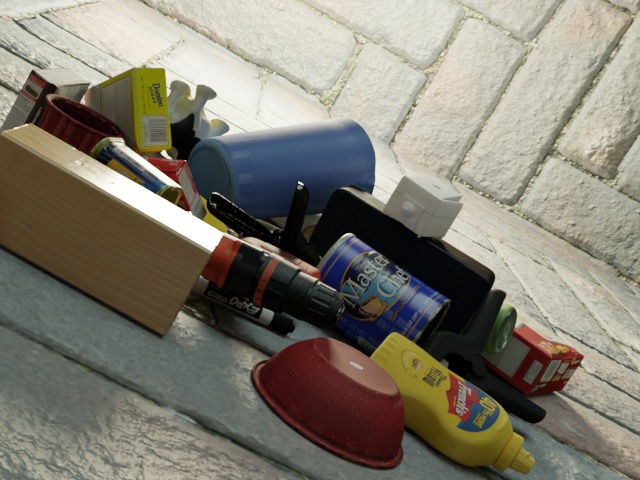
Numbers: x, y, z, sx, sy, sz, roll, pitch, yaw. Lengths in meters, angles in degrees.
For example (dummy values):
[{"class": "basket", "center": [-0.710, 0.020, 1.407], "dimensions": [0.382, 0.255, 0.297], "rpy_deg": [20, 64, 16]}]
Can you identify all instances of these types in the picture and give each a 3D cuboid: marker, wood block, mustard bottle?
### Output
[{"class": "marker", "center": [-0.080, 0.068, 1.101], "dimensions": [0.121, 0.020, 0.020], "rpy_deg": [27, 13, -18]}, {"class": "wood block", "center": [-0.202, -0.012, 0.959], "dimensions": [0.206, 0.091, 0.090], "rpy_deg": [30, 12, -4]}, {"class": "mustard bottle", "center": [0.131, 0.174, 1.076], "dimensions": [0.192, 0.058, 0.096], "rpy_deg": [34, 29, 10]}]

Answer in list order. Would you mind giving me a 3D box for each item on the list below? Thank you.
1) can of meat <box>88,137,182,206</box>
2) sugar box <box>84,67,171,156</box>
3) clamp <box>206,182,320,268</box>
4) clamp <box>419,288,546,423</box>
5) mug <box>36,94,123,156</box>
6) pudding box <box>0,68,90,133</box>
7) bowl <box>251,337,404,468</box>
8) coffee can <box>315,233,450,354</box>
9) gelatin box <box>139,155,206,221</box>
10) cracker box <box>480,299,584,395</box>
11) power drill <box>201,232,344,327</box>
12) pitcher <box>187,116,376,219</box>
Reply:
[{"class": "can of meat", "center": [-0.196, -0.036, 1.046], "dimensions": [0.084, 0.102, 0.057], "rpy_deg": [36, 14, 13]}, {"class": "sugar box", "center": [-0.227, -0.143, 1.244], "dimensions": [0.048, 0.093, 0.176], "rpy_deg": [-4, 2, -27]}, {"class": "clamp", "center": [-0.058, 0.001, 1.212], "dimensions": [0.120, 0.171, 0.039], "rpy_deg": [5, 44, 20]}, {"class": "clamp", "center": [0.168, 0.135, 1.213], "dimensions": [0.209, 0.036, 0.164], "rpy_deg": [2, 69, -40]}, {"class": "mug", "center": [-0.264, -0.096, 1.166], "dimensions": [0.117, 0.081, 0.093], "rpy_deg": [27, 13, -16]}, {"class": "pudding box", "center": [-0.320, -0.154, 1.244], "dimensions": [0.039, 0.090, 0.113], "rpy_deg": [31, 13, 0]}, {"class": "bowl", "center": [0.020, 0.137, 0.978], "dimensions": [0.162, 0.055, 0.162], "rpy_deg": [30, 12, -7]}, {"class": "coffee can", "center": [0.063, 0.072, 1.223], "dimensions": [0.140, 0.103, 0.102], "rpy_deg": [34, 13, 14]}, {"class": "gelatin box", "center": [-0.172, -0.053, 1.168], "dimensions": [0.073, 0.030, 0.089], "rpy_deg": [7, -38, 20]}, {"class": "cracker box", "center": [0.248, 0.130, 1.508], "dimensions": [0.214, 0.072, 0.164], "rpy_deg": [36, 13, 27]}, {"class": "power drill", "center": [-0.051, 0.037, 1.091], "dimensions": [0.184, 0.057, 0.187], "rpy_deg": [26, -1, 10]}, {"class": "pitcher", "center": [-0.059, -0.095, 1.421], "dimensions": [0.242, 0.149, 0.145], "rpy_deg": [-10, 82, -40]}]
